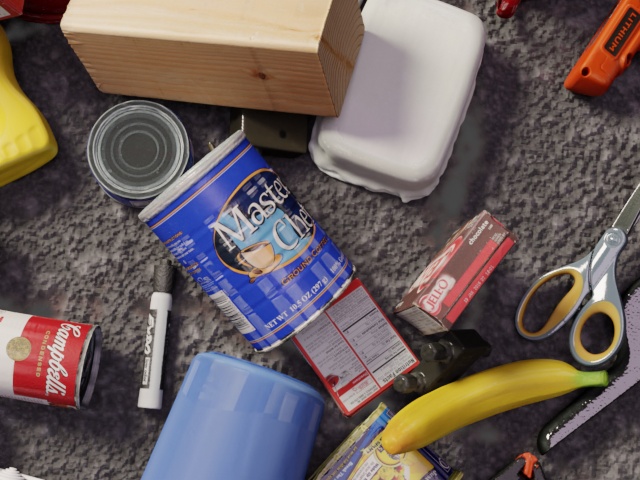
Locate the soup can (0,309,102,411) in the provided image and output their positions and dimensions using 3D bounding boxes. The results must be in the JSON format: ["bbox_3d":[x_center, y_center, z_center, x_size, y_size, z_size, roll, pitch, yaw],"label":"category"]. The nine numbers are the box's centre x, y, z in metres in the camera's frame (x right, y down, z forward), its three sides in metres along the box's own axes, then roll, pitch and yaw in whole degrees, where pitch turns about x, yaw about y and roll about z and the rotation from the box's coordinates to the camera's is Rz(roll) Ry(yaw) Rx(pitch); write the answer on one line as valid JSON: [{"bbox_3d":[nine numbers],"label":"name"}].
[{"bbox_3d":[-0.229,0.091,0.833,0.102,0.068,0.068,10,81,0],"label":"soup can"}]

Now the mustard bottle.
[{"bbox_3d":[-0.296,-0.136,0.870,0.096,0.058,0.191,-26,83,0],"label":"mustard bottle"}]

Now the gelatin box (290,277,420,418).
[{"bbox_3d":[0.025,0.087,0.862,0.073,0.030,0.089,-35,84,-8],"label":"gelatin box"}]

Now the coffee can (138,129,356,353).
[{"bbox_3d":[-0.055,0.001,0.820,0.102,0.103,0.140,-41,99,-7],"label":"coffee can"}]

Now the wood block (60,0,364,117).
[{"bbox_3d":[-0.081,-0.164,0.829,0.206,0.091,0.090,8,65,17],"label":"wood block"}]

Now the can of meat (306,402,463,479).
[{"bbox_3d":[0.045,0.190,0.834,0.084,0.057,0.102,43,82,6],"label":"can of meat"}]

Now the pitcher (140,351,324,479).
[{"bbox_3d":[-0.075,0.214,0.787,0.149,0.145,0.243,21,78,-7],"label":"pitcher"}]

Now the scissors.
[{"bbox_3d":[0.244,0.019,0.853,0.202,0.016,0.096,-44,67,10],"label":"scissors"}]

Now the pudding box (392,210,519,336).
[{"bbox_3d":[0.103,0.029,0.831,0.039,0.113,0.090,39,81,4],"label":"pudding box"}]

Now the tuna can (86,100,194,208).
[{"bbox_3d":[-0.148,-0.071,0.878,0.086,0.034,0.086,0,81,-2],"label":"tuna can"}]

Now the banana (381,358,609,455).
[{"bbox_3d":[0.124,0.123,0.827,0.197,0.070,0.037,-15,87,-21],"label":"banana"}]

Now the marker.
[{"bbox_3d":[-0.131,0.075,0.863,0.020,0.020,0.121,6,81,-1],"label":"marker"}]
